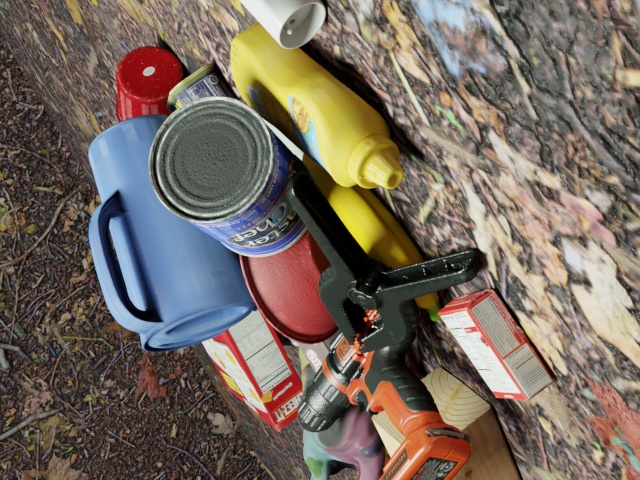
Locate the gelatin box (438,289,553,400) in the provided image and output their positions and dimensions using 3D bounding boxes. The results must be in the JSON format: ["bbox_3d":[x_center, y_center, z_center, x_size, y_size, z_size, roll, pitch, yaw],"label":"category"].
[{"bbox_3d":[0.138,0.083,0.848,0.089,0.030,0.073,56,168,0],"label":"gelatin box"}]

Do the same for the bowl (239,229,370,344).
[{"bbox_3d":[-0.002,0.013,0.998,0.055,0.161,0.162,-18,110,37],"label":"bowl"}]

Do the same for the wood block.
[{"bbox_3d":[0.142,0.243,1.074,0.090,0.090,0.206,35,154,54],"label":"wood block"}]

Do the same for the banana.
[{"bbox_3d":[0.043,-0.010,0.945,0.198,0.037,0.070,53,164,11],"label":"banana"}]

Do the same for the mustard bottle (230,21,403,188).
[{"bbox_3d":[0.002,-0.096,0.844,0.192,0.058,0.096,45,164,40],"label":"mustard bottle"}]

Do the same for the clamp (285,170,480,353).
[{"bbox_3d":[0.035,0.029,0.895,0.164,0.036,0.210,30,150,8],"label":"clamp"}]

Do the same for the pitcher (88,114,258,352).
[{"bbox_3d":[-0.172,-0.010,1.149,0.149,0.145,0.243,87,161,-74],"label":"pitcher"}]

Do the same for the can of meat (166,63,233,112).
[{"bbox_3d":[-0.121,-0.137,1.178,0.084,0.057,0.102,54,167,-2],"label":"can of meat"}]

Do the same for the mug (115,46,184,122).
[{"bbox_3d":[-0.195,-0.177,1.297,0.117,0.093,0.081,23,156,4],"label":"mug"}]

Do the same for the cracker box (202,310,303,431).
[{"bbox_3d":[-0.110,0.135,1.458,0.164,0.072,0.213,27,147,57],"label":"cracker box"}]

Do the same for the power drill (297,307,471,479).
[{"bbox_3d":[0.052,0.163,0.992,0.057,0.185,0.188,13,-147,-33],"label":"power drill"}]

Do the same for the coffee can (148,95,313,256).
[{"bbox_3d":[-0.069,-0.049,0.888,0.103,0.103,0.140,52,-177,18],"label":"coffee can"}]
